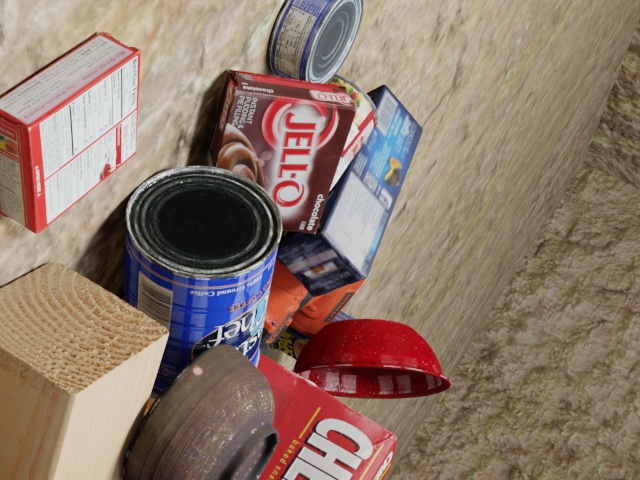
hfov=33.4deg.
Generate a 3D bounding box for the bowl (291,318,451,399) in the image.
[{"bbox_3d":[0.046,0.114,1.041,0.162,0.162,0.055,71,20,-70],"label":"bowl"}]

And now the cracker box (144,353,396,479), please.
[{"bbox_3d":[-0.075,0.165,0.791,0.164,0.214,0.072,-54,163,-25],"label":"cracker box"}]

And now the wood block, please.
[{"bbox_3d":[-0.175,0.130,0.648,0.090,0.090,0.206,-36,152,-57],"label":"wood block"}]

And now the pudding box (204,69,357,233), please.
[{"bbox_3d":[-0.034,-0.062,0.766,0.039,0.090,0.114,-108,-150,-49],"label":"pudding box"}]

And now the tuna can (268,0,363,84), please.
[{"bbox_3d":[-0.002,-0.157,0.802,0.086,0.034,0.086,-54,163,-25],"label":"tuna can"}]

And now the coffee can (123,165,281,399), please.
[{"bbox_3d":[-0.086,0.034,0.740,0.102,0.103,0.140,-47,159,-41],"label":"coffee can"}]

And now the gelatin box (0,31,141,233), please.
[{"bbox_3d":[-0.133,-0.058,0.564,0.089,0.030,0.073,-48,159,-41],"label":"gelatin box"}]

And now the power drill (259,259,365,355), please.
[{"bbox_3d":[-0.038,0.071,1.000,0.185,0.057,0.187,-51,168,20],"label":"power drill"}]

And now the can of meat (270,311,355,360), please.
[{"bbox_3d":[-0.006,0.101,1.150,0.057,0.084,0.102,-55,164,-23],"label":"can of meat"}]
